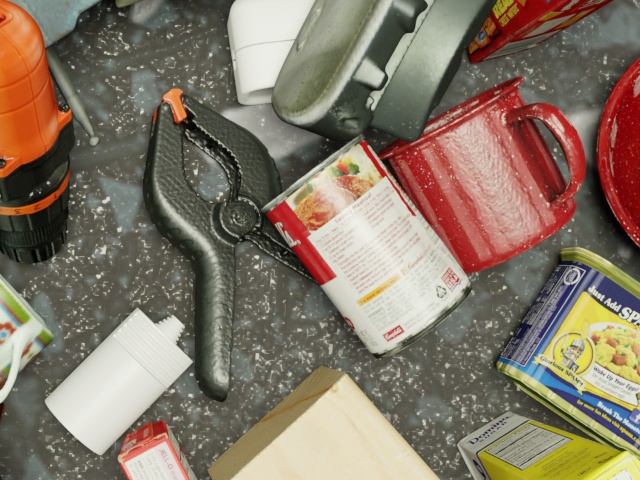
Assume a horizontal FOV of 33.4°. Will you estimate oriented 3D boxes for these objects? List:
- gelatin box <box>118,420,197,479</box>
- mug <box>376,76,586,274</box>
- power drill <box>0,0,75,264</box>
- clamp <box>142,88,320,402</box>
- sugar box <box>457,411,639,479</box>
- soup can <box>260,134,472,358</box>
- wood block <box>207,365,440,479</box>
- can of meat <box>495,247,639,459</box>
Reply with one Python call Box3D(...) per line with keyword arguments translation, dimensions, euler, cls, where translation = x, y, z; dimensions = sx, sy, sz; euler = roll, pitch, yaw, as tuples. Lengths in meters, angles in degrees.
Box3D(translation=(-0.077, 0.143, 0.571), dimensions=(0.030, 0.073, 0.089), euler=(-28, 91, -9), cls="gelatin box")
Box3D(translation=(0.097, -0.037, 0.590), dimensions=(0.093, 0.117, 0.081), euler=(-34, 98, -40), cls="mug")
Box3D(translation=(-0.204, -0.081, 0.539), dimensions=(0.188, 0.184, 0.057), euler=(33, 59, 12), cls="power drill")
Box3D(translation=(-0.054, 0.001, 0.594), dimensions=(0.120, 0.039, 0.171), euler=(-37, 89, -31), cls="clamp")
Box3D(translation=(0.130, 0.145, 0.549), dimensions=(0.048, 0.176, 0.093), euler=(-29, 91, -11), cls="sugar box")
Box3D(translation=(0.025, 0.003, 0.571), dimensions=(0.068, 0.068, 0.102), euler=(-38, 93, -9), cls="soup can")
Box3D(translation=(0.042, 0.175, 0.578), dimensions=(0.090, 0.091, 0.206), euler=(-42, 93, -9), cls="wood block")
Box3D(translation=(0.164, 0.067, 0.619), dimensions=(0.102, 0.057, 0.084), euler=(34, 85, -4), cls="can of meat")
